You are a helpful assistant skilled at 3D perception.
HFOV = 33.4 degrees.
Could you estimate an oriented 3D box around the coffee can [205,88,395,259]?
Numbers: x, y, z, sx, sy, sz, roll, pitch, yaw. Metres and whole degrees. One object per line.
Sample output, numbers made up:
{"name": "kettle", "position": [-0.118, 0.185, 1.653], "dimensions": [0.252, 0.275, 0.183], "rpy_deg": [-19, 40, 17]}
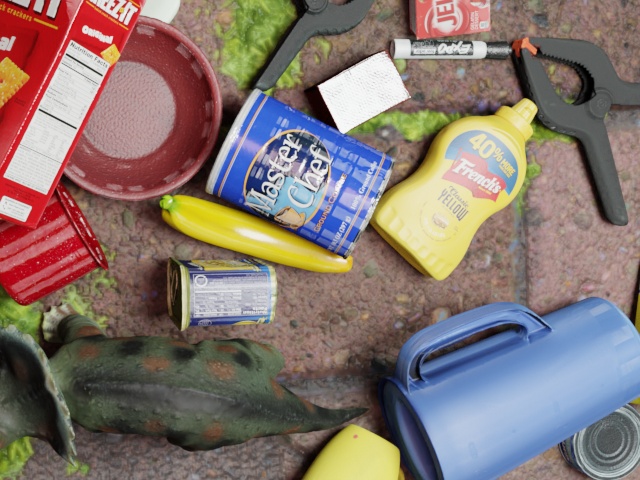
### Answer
{"name": "coffee can", "position": [-0.018, -0.059, 0.952], "dimensions": [0.140, 0.103, 0.103], "rpy_deg": [26, 88, -2]}

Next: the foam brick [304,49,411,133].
{"name": "foam brick", "position": [0.034, -0.137, 0.997], "dimensions": [0.078, 0.051, 0.053], "rpy_deg": [-28, 99, -10]}

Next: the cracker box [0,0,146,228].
{"name": "cracker box", "position": [-0.262, -0.139, 0.875], "dimensions": [0.164, 0.072, 0.214], "rpy_deg": [25, 89, 30]}

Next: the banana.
{"name": "banana", "position": [-0.067, -0.004, 0.976], "dimensions": [0.197, 0.070, 0.037], "rpy_deg": [17, 97, -26]}

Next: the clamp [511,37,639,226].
{"name": "clamp", "position": [0.281, -0.140, 1.061], "dimensions": [0.210, 0.036, 0.164], "rpy_deg": [43, 85, -12]}

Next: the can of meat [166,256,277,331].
{"name": "can of meat", "position": [-0.090, 0.046, 0.958], "dimensions": [0.083, 0.102, 0.057], "rpy_deg": [-1, 96, -15]}

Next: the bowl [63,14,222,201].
{"name": "bowl", "position": [-0.171, -0.117, 0.950], "dimensions": [0.162, 0.055, 0.162], "rpy_deg": [-1, 95, -13]}

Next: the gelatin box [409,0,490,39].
{"name": "gelatin box", "position": [0.121, -0.237, 1.002], "dimensions": [0.073, 0.030, 0.089], "rpy_deg": [-7, 117, -7]}

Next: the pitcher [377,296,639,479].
{"name": "pitcher", "position": [0.184, 0.137, 1.013], "dimensions": [0.242, 0.149, 0.145], "rpy_deg": [-23, 71, -14]}

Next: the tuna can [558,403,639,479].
{"name": "tuna can", "position": [0.289, 0.201, 1.091], "dimensions": [0.086, 0.034, 0.086], "rpy_deg": [-1, 95, -13]}

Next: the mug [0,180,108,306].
{"name": "mug", "position": [-0.248, -0.005, 0.931], "dimensions": [0.081, 0.093, 0.117], "rpy_deg": [-29, 69, -5]}

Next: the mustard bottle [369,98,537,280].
{"name": "mustard bottle", "position": [0.140, -0.061, 1.024], "dimensions": [0.096, 0.058, 0.191], "rpy_deg": [43, 84, -14]}

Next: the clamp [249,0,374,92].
{"name": "clamp", "position": [-0.019, -0.228, 0.983], "dimensions": [0.171, 0.039, 0.120], "rpy_deg": [-34, 111, -14]}

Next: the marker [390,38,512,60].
{"name": "marker", "position": [0.128, -0.184, 1.031], "dimensions": [0.121, 0.020, 0.020], "rpy_deg": [-2, 95, -13]}
